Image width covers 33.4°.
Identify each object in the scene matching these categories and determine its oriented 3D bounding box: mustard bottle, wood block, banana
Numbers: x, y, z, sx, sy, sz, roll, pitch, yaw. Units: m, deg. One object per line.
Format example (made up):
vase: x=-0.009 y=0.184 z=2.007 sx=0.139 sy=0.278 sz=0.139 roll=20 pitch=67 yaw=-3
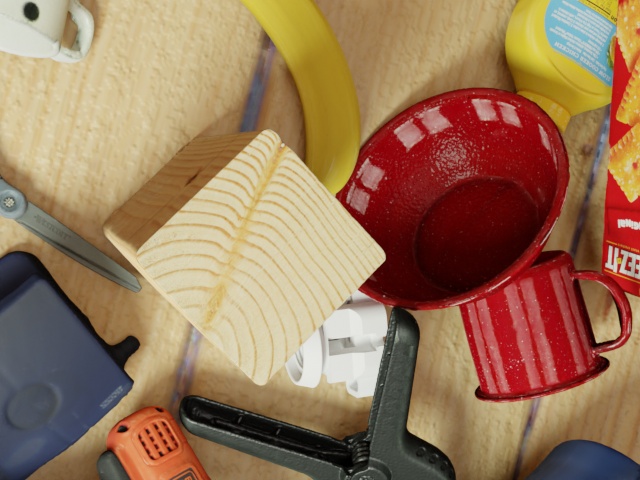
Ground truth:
mustard bottle: x=0.180 y=-0.148 z=0.730 sx=0.096 sy=0.058 sz=0.191 roll=28 pitch=86 yaw=-22
wood block: x=-0.055 y=0.000 z=0.598 sx=0.090 sy=0.206 sz=0.090 roll=-45 pitch=104 yaw=-8
banana: x=-0.016 y=-0.110 z=0.689 sx=0.069 sy=0.037 sz=0.198 roll=-19 pitch=99 yaw=-13

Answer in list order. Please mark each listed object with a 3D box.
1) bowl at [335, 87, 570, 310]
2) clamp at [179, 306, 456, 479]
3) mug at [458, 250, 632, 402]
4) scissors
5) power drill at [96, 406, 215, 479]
bowl: x=0.089 y=-0.017 z=0.685 sx=0.162 sy=0.162 sz=0.055 roll=-52 pitch=138 yaw=-7
clamp: x=0.035 y=0.136 z=0.688 sx=0.165 sy=0.036 sz=0.209 roll=-30 pitch=119 yaw=22
mug: x=0.148 y=0.053 z=0.712 sx=0.093 sy=0.117 sz=0.081 roll=-21 pitch=96 yaw=-57
scissors: x=-0.191 y=-0.044 z=0.653 sx=0.201 sy=0.016 sz=0.096 roll=20 pitch=87 yaw=-15
power drill: x=-0.121 y=0.209 z=0.614 sx=0.187 sy=0.057 sz=0.184 roll=-24 pitch=74 yaw=-35
